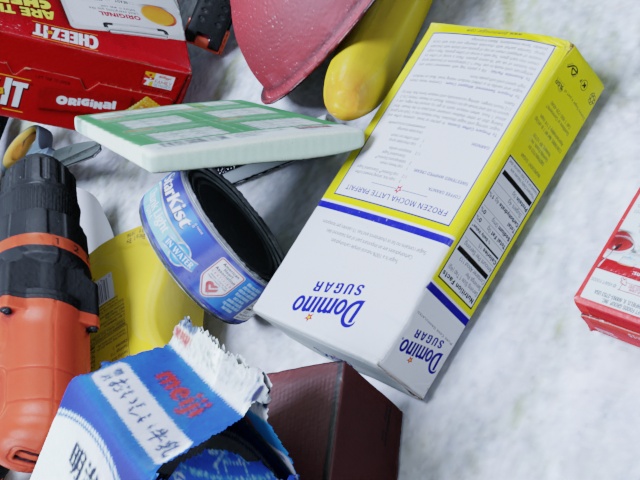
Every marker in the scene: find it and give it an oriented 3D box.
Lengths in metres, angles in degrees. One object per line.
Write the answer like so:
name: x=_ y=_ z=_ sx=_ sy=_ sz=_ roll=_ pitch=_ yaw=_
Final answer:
marker: x=-0.043 y=-0.045 z=0.627 sx=0.121 sy=0.020 sz=0.020 roll=-19 pitch=48 yaw=28

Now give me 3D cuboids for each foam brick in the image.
foam brick: x=-0.002 y=0.099 z=0.454 sx=0.051 sy=0.053 sz=0.078 roll=-15 pitch=49 yaw=31

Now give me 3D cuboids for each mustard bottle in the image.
mustard bottle: x=-0.094 y=0.085 z=0.535 sx=0.096 sy=0.058 sz=0.191 roll=-36 pitch=42 yaw=22

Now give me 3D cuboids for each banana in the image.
banana: x=0.038 y=-0.127 z=0.589 sx=0.037 sy=0.070 sz=0.197 roll=21 pitch=60 yaw=6

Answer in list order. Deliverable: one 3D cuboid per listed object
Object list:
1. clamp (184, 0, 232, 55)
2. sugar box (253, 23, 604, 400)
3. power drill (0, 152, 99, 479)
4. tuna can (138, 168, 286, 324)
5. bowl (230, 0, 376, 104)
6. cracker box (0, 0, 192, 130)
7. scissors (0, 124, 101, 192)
clamp: x=-0.039 y=-0.222 z=0.688 sx=0.164 sy=0.036 sz=0.210 roll=-83 pitch=17 yaw=-58
sugar box: x=0.051 y=-0.019 z=0.509 sx=0.093 sy=0.048 sz=0.176 roll=20 pitch=76 yaw=48
power drill: x=-0.174 y=0.068 z=0.561 sx=0.188 sy=0.057 sz=0.184 roll=-52 pitch=34 yaw=36
tuna can: x=-0.054 y=0.001 z=0.549 sx=0.034 sy=0.086 sz=0.086 roll=-37 pitch=42 yaw=12
bowl: x=-0.003 y=-0.157 z=0.607 sx=0.162 sy=0.055 sz=0.162 roll=-48 pitch=16 yaw=18
cracker box: x=-0.184 y=-0.161 z=0.723 sx=0.214 sy=0.164 sz=0.072 roll=-106 pitch=33 yaw=-47
scissors: x=-0.194 y=-0.036 z=0.715 sx=0.096 sy=0.016 sz=0.202 roll=-60 pitch=27 yaw=-2
